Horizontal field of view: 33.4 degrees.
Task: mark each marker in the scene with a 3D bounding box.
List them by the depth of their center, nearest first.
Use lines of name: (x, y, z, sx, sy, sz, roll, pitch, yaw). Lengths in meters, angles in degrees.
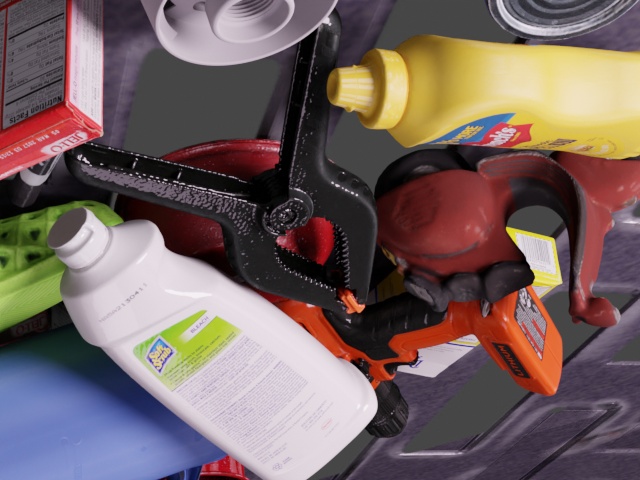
marker: (-0.159, -0.055, 0.623, 0.020, 0.020, 0.121, 11, 146, -28)

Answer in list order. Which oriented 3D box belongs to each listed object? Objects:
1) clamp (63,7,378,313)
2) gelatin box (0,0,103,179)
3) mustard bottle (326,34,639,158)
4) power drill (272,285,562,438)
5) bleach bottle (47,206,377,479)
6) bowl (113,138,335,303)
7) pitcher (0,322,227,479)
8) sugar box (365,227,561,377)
clamp: (-0.018, -0.032, 0.612, 0.165, 0.036, 0.209, -34, 130, 12)
gelatin box: (-0.141, -0.078, 0.516, 0.073, 0.089, 0.030, -20, 147, 21)
mustard bottle: (0.095, -0.078, 0.577, 0.191, 0.058, 0.096, 1, 177, -22)
power drill: (0.075, 0.083, 0.778, 0.188, 0.057, 0.184, -11, 135, 30)
bleach bottle: (-0.069, 0.060, 0.667, 0.102, 0.068, 0.250, -43, 128, -1)
bowl: (-0.055, 0.001, 0.706, 0.162, 0.055, 0.162, -5, 150, -3)
pitcher: (-0.184, 0.134, 0.734, 0.242, 0.149, 0.145, -15, 156, -36)
sugar box: (0.095, 0.048, 0.827, 0.093, 0.048, 0.176, 13, 147, -24)
